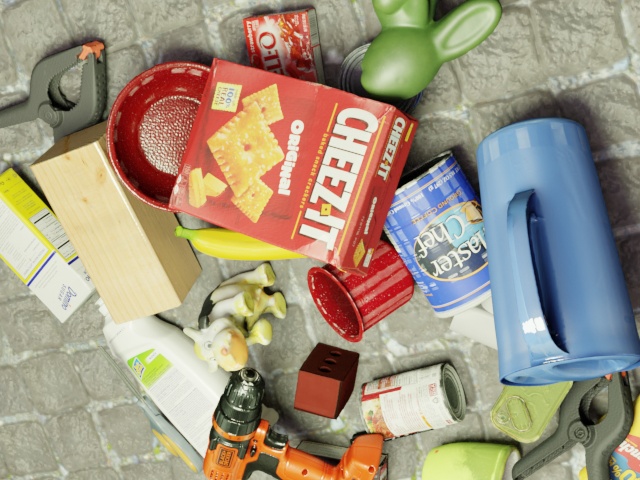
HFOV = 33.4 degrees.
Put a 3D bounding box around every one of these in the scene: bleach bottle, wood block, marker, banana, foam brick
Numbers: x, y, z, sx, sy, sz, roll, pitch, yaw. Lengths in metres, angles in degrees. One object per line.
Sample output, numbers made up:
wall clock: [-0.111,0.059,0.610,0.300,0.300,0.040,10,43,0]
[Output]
bleach bottle: [-0.170,0.154,1.277,0.251,0.068,0.103,47,117,1]
wood block: [-0.225,-0.022,1.199,0.090,0.090,0.206,-17,111,20]
marker: [0.089,0.220,1.233,0.121,0.020,0.020,-19,101,24]
banana: [-0.058,0.003,1.183,0.198,0.069,0.037,-1,86,11]
foam brick: [0.008,0.159,1.208,0.053,0.078,0.051,12,111,12]

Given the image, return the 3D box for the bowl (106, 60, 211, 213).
bowl: [-0.152,-0.112,1.158,0.162,0.055,0.162,-2,98,-13]

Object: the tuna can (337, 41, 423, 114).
tuna can: [0.063,-0.163,1.100,0.086,0.033,0.086,6,110,17]

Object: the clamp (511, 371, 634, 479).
clamp: [0.282,0.211,1.105,0.120,0.039,0.171,36,106,33]

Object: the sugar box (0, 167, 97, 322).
sugar box: [-0.340,0.007,1.283,0.176,0.048,0.093,46,134,-4]

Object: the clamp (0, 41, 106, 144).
clamp: [-0.299,-0.138,1.232,0.164,0.036,0.210,45,120,-2]

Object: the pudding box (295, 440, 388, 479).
pudding box: [0.023,0.292,1.270,0.114,0.039,0.090,5,109,17]

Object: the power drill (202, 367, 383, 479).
power drill: [-0.030,0.223,1.173,0.187,0.057,0.185,18,133,0]

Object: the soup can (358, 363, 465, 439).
soup can: [0.102,0.180,1.188,0.102,0.068,0.068,-18,102,23]

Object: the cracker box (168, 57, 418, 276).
cracker box: [-0.032,-0.076,1.060,0.214,0.072,0.164,19,92,28]

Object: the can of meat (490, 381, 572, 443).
can of meat: [0.227,0.148,1.124,0.057,0.083,0.102,28,115,8]

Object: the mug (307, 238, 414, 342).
mug: [0.043,0.054,1.148,0.093,0.081,0.117,51,156,16]

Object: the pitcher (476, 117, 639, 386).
pitcher: [0.213,0.010,0.999,0.144,0.149,0.243,-2,72,-16]

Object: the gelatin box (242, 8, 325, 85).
gelatin box: [-0.038,-0.195,1.125,0.073,0.030,0.089,-3,107,20]

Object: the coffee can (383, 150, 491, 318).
coffee can: [0.127,-0.006,1.094,0.103,0.102,0.140,-30,97,25]

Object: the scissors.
scissors: [-0.212,0.204,1.295,0.201,0.016,0.096,51,158,-10]
